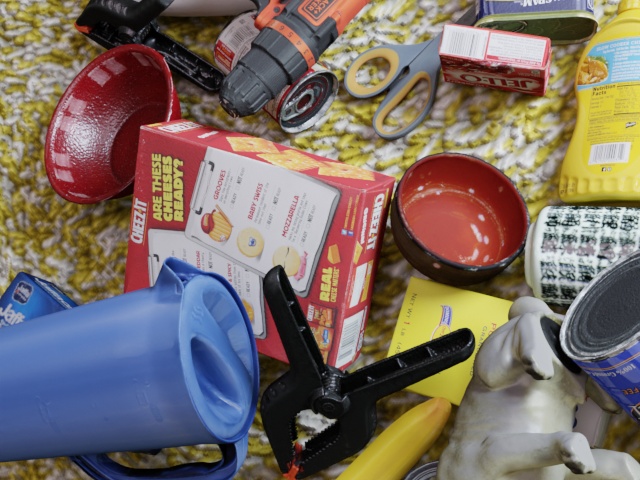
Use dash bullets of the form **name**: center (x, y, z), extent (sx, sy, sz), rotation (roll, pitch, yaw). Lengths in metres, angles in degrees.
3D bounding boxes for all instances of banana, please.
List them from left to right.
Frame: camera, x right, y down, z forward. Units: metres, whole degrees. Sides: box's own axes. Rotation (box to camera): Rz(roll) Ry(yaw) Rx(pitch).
- **banana**: center (0.034, 0.198, 0.848), extent (0.037, 0.069, 0.198), rotation (43, 90, -2)

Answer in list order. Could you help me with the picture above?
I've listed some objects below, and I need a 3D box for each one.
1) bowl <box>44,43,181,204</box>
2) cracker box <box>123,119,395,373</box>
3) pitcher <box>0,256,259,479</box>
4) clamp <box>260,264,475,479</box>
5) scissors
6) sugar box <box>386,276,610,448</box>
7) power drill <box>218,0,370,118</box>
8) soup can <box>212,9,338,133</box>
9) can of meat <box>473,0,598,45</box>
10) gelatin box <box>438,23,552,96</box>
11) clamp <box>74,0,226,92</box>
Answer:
- **bowl**: center (-0.184, -0.100, 1.003), extent (0.162, 0.055, 0.162), rotation (-14, 63, 30)
- **cracker box**: center (-0.056, 0.001, 0.903), extent (0.214, 0.072, 0.164), rotation (17, 109, 24)
- **pitcher**: center (-0.177, 0.121, 0.856), extent (0.243, 0.145, 0.149), rotation (-12, 59, 20)
- **clamp**: center (0.000, 0.111, 0.833), extent (0.164, 0.036, 0.210), rotation (25, 127, -10)
- **scissors**: center (0.097, -0.183, 0.950), extent (0.096, 0.016, 0.202), rotation (32, 89, 22)
- **sugar box**: center (0.145, 0.095, 0.844), extent (0.176, 0.048, 0.093), rotation (13, 82, 25)
- **power drill**: center (-0.067, -0.218, 0.910), extent (0.187, 0.057, 0.184), rotation (42, 78, 5)
- **soup can**: center (-0.042, -0.154, 0.967), extent (0.068, 0.068, 0.102), rotation (-47, 65, 4)
- **can of meat**: center (0.179, -0.213, 0.896), extent (0.102, 0.057, 0.084), rotation (-1, 78, 10)
- **gelatin box**: center (0.145, -0.148, 0.884), extent (0.089, 0.073, 0.030), rotation (11, 83, 12)
- **clamp**: center (-0.165, -0.193, 1.023), extent (0.172, 0.120, 0.039), rotation (14, 52, 44)
